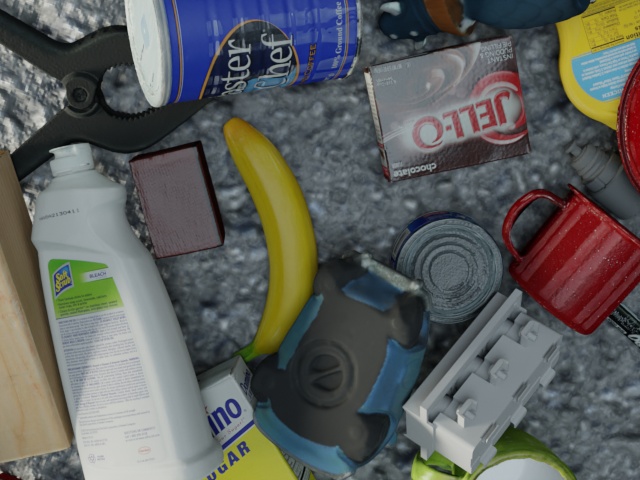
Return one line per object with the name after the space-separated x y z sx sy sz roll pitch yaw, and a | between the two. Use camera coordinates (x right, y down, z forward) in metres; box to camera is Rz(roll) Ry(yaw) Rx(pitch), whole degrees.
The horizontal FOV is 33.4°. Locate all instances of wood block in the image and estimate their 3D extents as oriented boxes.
-0.247 0.050 0.776 0.090 0.091 0.206 -13 110 1 | wood block

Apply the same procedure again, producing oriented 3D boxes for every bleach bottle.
-0.147 0.053 0.775 0.103 0.068 0.251 -11 93 16 | bleach bottle

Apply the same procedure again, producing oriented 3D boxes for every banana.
-0.037 0.004 0.818 0.069 0.037 0.198 -2 101 -3 | banana

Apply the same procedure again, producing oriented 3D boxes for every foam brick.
-0.106 -0.031 0.801 0.051 0.053 0.078 -14 100 0 | foam brick

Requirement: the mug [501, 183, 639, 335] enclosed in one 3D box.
0.188 0.010 0.802 0.117 0.093 0.081 36 102 -14 | mug

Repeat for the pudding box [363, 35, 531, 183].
0.095 -0.099 0.803 0.113 0.039 0.090 -12 101 0 | pudding box

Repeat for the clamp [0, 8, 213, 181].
-0.181 -0.119 0.787 0.210 0.036 0.164 -10 108 0 | clamp

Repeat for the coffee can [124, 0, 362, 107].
-0.055 -0.153 0.736 0.140 0.103 0.103 -11 101 -18 | coffee can

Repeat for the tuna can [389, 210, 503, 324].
0.098 0.021 0.829 0.086 0.034 0.086 0 101 -2 | tuna can

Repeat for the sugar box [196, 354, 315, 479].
-0.060 0.188 0.841 0.093 0.048 0.176 -29 103 15 | sugar box
